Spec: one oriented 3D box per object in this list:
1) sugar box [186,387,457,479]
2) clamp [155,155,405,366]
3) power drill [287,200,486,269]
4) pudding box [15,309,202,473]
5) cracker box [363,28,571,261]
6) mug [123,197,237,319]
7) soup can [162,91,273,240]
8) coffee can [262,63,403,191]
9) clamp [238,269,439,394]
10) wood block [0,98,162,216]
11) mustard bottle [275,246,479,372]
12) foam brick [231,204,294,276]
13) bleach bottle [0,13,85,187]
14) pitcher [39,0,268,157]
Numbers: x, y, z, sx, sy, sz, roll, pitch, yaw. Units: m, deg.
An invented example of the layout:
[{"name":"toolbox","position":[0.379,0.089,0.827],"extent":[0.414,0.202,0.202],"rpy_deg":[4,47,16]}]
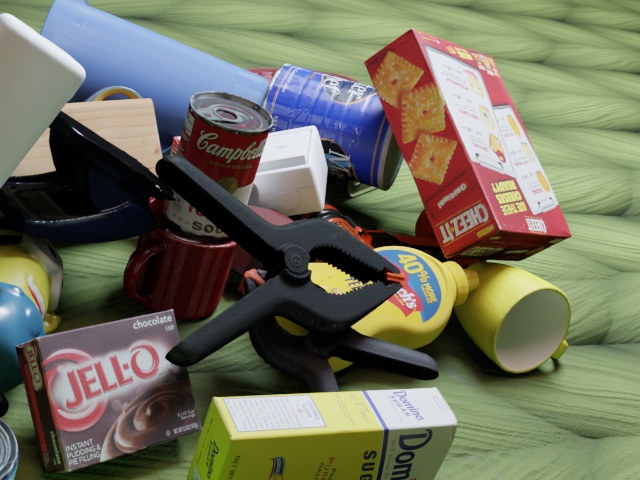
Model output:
[{"name":"sugar box","position":[0.002,0.150,0.730],"extent":[0.176,0.093,0.048],"rpy_deg":[3,34,-26]},{"name":"clamp","position":[-0.030,0.031,0.801],"extent":[0.209,0.036,0.164],"rpy_deg":[15,58,-25]},{"name":"power drill","position":[0.062,-0.004,1.080],"extent":[0.187,0.057,0.185],"rpy_deg":[-3,35,-31]},{"name":"pudding box","position":[-0.144,0.102,0.734],"extent":[0.113,0.039,0.090],"rpy_deg":[-10,85,-44]},{"name":"cracker box","position":[0.144,-0.087,1.041],"extent":[0.163,0.072,0.214],"rpy_deg":[3,62,-54]},{"name":"mug","position":[-0.122,0.017,0.901],"extent":[0.093,0.082,0.117],"rpy_deg":[30,30,20]},{"name":"soup can","position":[-0.084,-0.060,0.862],"extent":[0.068,0.102,0.068],"rpy_deg":[15,28,-8]},{"name":"coffee can","position":[0.017,-0.120,1.123],"extent":[0.140,0.103,0.102],"rpy_deg":[17,27,13]},{"name":"clamp","position":[0.010,0.082,0.838],"extent":[0.120,0.039,0.171],"rpy_deg":[-31,76,-36]},{"name":"wood block","position":[-0.249,-0.070,0.937],"extent":[0.205,0.090,0.091],"rpy_deg":[-12,5,-43]},{"name":"mustard bottle","position":[0.056,0.052,0.930],"extent":[0.191,0.058,0.096],"rpy_deg":[-12,55,-26]},{"name":"foam brick","position":[-0.056,0.001,0.978],"extent":[0.051,0.053,0.078],"rpy_deg":[34,14,29]},{"name":"bleach bottle","position":[-0.266,-0.039,0.760],"extent":[0.068,0.251,0.103],"rpy_deg":[34,3,-27]},{"name":"pitcher","position":[-0.185,-0.150,1.128],"extent":[0.242,0.149,0.145],"rpy_deg":[18,13,-8]}]
